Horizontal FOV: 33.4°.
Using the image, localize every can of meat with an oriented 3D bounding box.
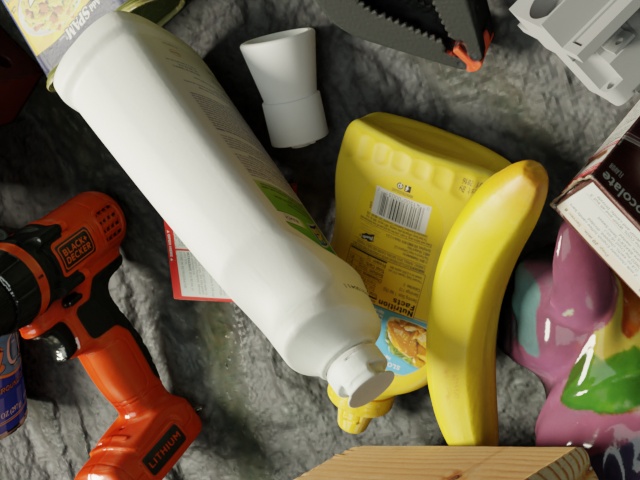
[{"bbox_3d":[-0.147,-0.155,0.659,0.102,0.057,0.084,-33,87,32],"label":"can of meat"}]

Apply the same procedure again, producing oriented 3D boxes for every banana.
[{"bbox_3d":[0.084,0.042,0.546,0.070,0.037,0.198,27,129,43],"label":"banana"}]

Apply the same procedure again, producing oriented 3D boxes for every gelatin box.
[{"bbox_3d":[-0.054,0.001,0.675,0.089,0.030,0.073,1,105,28],"label":"gelatin box"}]

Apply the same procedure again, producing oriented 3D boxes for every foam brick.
[{"bbox_3d":[-0.239,-0.118,0.723,0.078,0.052,0.051,45,121,7],"label":"foam brick"}]

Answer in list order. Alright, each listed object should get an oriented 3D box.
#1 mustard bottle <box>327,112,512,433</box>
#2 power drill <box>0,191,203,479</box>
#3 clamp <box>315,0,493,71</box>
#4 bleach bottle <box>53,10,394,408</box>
[{"bbox_3d":[0.041,0.030,0.616,0.096,0.058,0.192,23,116,19],"label":"mustard bottle"},{"bbox_3d":[-0.157,0.080,0.679,0.057,0.184,0.187,-11,110,31],"label":"power drill"},{"bbox_3d":[0.002,-0.158,0.543,0.209,0.036,0.165,42,142,-23],"label":"clamp"},{"bbox_3d":[-0.046,-0.015,0.580,0.068,0.102,0.251,-45,61,15],"label":"bleach bottle"}]
